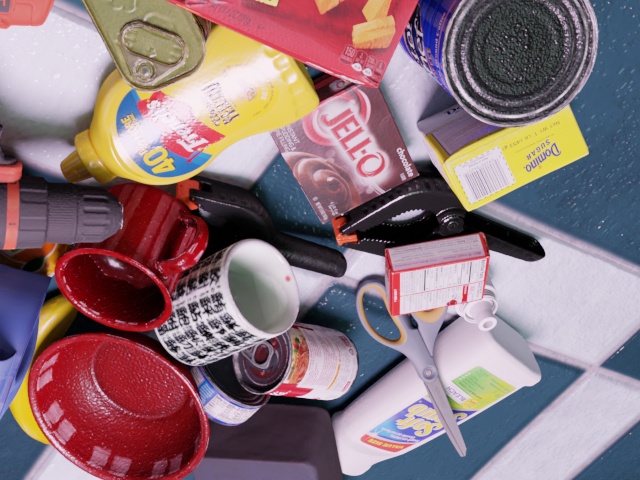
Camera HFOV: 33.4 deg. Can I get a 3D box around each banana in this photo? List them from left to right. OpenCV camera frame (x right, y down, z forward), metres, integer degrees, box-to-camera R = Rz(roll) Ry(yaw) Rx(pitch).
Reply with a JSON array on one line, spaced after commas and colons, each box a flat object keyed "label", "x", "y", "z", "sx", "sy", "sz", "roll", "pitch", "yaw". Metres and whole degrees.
[{"label": "banana", "x": -0.242, "y": 0.115, "z": 0.935, "sx": 0.069, "sy": 0.037, "sz": 0.198, "roll": 7, "pitch": 128, "yaw": -23}]

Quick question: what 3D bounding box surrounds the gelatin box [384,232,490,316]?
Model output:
[{"label": "gelatin box", "x": 0.102, "y": 0.030, "z": 0.941, "sx": 0.089, "sy": 0.030, "sz": 0.073, "roll": -10, "pitch": 146, "yaw": -3}]

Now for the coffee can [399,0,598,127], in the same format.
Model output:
[{"label": "coffee can", "x": 0.113, "y": -0.146, "z": 0.727, "sx": 0.102, "sy": 0.140, "sz": 0.103, "roll": -4, "pitch": 114, "yaw": -9}]

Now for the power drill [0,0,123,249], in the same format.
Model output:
[{"label": "power drill", "x": -0.217, "y": -0.083, "z": 0.706, "sx": 0.184, "sy": 0.057, "sz": 0.188, "roll": 1, "pitch": 109, "yaw": -22}]

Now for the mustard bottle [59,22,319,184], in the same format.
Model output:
[{"label": "mustard bottle", "x": -0.104, "y": -0.094, "z": 0.775, "sx": 0.192, "sy": 0.058, "sz": 0.096, "roll": -28, "pitch": 126, "yaw": 8}]

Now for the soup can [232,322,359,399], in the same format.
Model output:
[{"label": "soup can", "x": -0.021, "y": 0.108, "z": 0.968, "sx": 0.069, "sy": 0.068, "sz": 0.102, "roll": -45, "pitch": 146, "yaw": 22}]

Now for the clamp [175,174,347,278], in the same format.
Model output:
[{"label": "clamp", "x": -0.056, "y": 0.001, "z": 0.891, "sx": 0.120, "sy": 0.039, "sz": 0.171, "roll": -24, "pitch": 137, "yaw": 9}]

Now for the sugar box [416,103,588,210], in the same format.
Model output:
[{"label": "sugar box", "x": 0.129, "y": -0.076, "z": 0.793, "sx": 0.093, "sy": 0.176, "sz": 0.048, "roll": -25, "pitch": 101, "yaw": 6}]

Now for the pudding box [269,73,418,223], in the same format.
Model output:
[{"label": "pudding box", "x": 0.016, "y": -0.078, "z": 0.845, "sx": 0.090, "sy": 0.039, "sz": 0.113, "roll": -26, "pitch": 134, "yaw": 5}]

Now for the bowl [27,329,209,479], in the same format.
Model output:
[{"label": "bowl", "x": -0.164, "y": 0.132, "z": 0.908, "sx": 0.162, "sy": 0.055, "sz": 0.162, "roll": 7, "pitch": 121, "yaw": 12}]

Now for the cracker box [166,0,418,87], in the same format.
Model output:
[{"label": "cracker box", "x": 0.008, "y": -0.214, "z": 0.625, "sx": 0.163, "sy": 0.072, "sz": 0.214, "roll": 16, "pitch": 103, "yaw": -45}]

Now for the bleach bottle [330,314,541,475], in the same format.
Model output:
[{"label": "bleach bottle", "x": 0.094, "y": 0.171, "z": 1.087, "sx": 0.251, "sy": 0.068, "sz": 0.102, "roll": -39, "pitch": 130, "yaw": 20}]

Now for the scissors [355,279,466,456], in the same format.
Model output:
[{"label": "scissors", "x": 0.111, "y": 0.105, "z": 1.005, "sx": 0.096, "sy": 0.016, "sz": 0.201, "roll": -39, "pitch": 105, "yaw": 2}]

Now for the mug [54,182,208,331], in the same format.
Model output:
[{"label": "mug", "x": -0.136, "y": 0.008, "z": 0.817, "sx": 0.117, "sy": 0.081, "sz": 0.093, "roll": -13, "pitch": 130, "yaw": 32}]

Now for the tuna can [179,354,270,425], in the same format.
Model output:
[{"label": "tuna can", "x": -0.088, "y": 0.124, "z": 0.963, "sx": 0.086, "sy": 0.086, "sz": 0.034, "roll": 27, "pitch": 120, "yaw": -36}]

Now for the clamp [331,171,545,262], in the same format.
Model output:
[{"label": "clamp", "x": 0.115, "y": -0.033, "z": 0.919, "sx": 0.209, "sy": 0.036, "sz": 0.165, "roll": -5, "pitch": 137, "yaw": -12}]

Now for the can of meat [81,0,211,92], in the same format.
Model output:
[{"label": "can of meat", "x": -0.111, "y": -0.154, "z": 0.677, "sx": 0.057, "sy": 0.084, "sz": 0.102, "roll": -23, "pitch": 110, "yaw": 7}]
